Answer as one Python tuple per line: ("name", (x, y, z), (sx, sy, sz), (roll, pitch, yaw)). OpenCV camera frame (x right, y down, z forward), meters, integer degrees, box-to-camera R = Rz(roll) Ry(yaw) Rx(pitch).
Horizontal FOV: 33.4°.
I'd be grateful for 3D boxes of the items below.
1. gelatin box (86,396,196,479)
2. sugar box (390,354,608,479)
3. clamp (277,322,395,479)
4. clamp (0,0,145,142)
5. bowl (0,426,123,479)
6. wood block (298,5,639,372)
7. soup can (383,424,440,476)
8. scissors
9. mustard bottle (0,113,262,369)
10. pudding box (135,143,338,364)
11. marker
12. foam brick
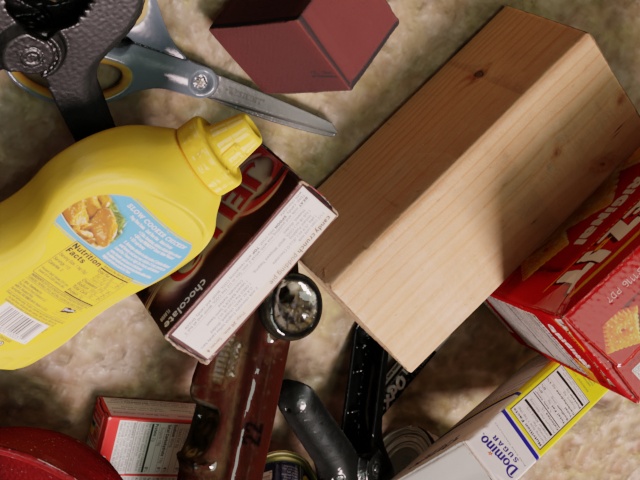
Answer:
("gelatin box", (-0.104, 0.139, 0.673), (0.089, 0.030, 0.073), (8, 107, -29))
("sugar box", (0.126, 0.122, 0.704), (0.175, 0.048, 0.093), (-32, 172, -43))
("clamp", (0.024, 0.137, 0.694), (0.120, 0.039, 0.171), (-38, 124, -46))
("clamp", (-0.133, -0.093, 0.518), (0.164, 0.036, 0.210), (13, 128, -34))
("bowl", (-0.161, 0.160, 0.611), (0.162, 0.055, 0.162), (8, 124, 12))
("wood block", (0.084, -0.034, 0.653), (0.206, 0.091, 0.090), (-44, 124, -2))
("soup can", (0.090, 0.180, 0.766), (0.102, 0.069, 0.068), (32, 96, -33))
("scissors", (-0.071, -0.108, 0.586), (0.201, 0.016, 0.096), (1, 113, -27))
("mustard bottle", (-0.113, -0.007, 0.549), (0.192, 0.058, 0.096), (-31, 141, 12))
("pudding box", (-0.054, 0.001, 0.599), (0.039, 0.090, 0.113), (38, 92, -34))
("marker", (0.045, 0.106, 0.738), (0.020, 0.020, 0.121), (38, 92, -34))
("foam brick", (-0.009, -0.115, 0.571), (0.053, 0.078, 0.051), (48, 65, -34))
